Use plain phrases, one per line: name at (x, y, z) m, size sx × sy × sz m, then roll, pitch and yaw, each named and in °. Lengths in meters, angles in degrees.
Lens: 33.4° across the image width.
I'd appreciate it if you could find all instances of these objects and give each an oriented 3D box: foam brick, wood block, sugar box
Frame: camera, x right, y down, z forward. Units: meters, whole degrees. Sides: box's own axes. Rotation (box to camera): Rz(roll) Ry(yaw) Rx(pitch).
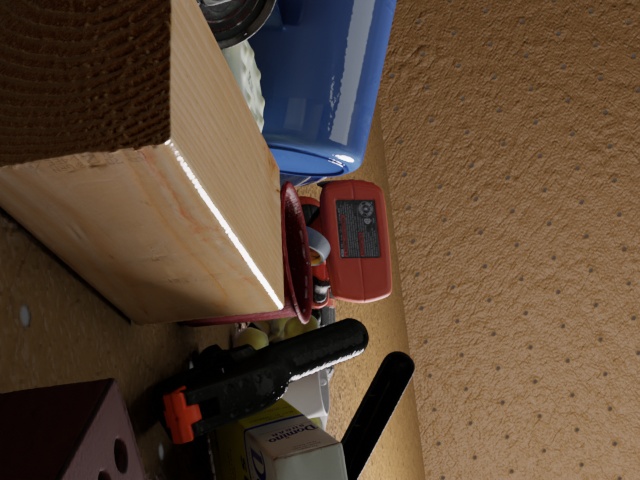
foam brick at (-0.102, 0.094, 0.392) m, size 0.078 × 0.051 × 0.053 m, roll -78°, pitch 158°, yaw -66°
wood block at (-0.083, -0.035, 0.511) m, size 0.206 × 0.090 × 0.091 m, roll 64°, pitch 20°, yaw -67°
sugar box at (-0.028, 0.147, 0.646) m, size 0.176 × 0.048 × 0.093 m, roll -165°, pitch -116°, yaw -73°

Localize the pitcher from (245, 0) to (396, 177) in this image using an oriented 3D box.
pitcher at (-0.011, -0.174, 0.728) m, size 0.145 × 0.149 × 0.243 m, roll -4°, pitch -104°, yaw 62°

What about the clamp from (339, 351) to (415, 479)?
clamp at (0.012, 0.186, 0.818) m, size 0.164 × 0.036 × 0.210 m, roll -58°, pitch 174°, yaw -37°

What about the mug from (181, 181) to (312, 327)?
mug at (-0.055, 0.001, 0.697) m, size 0.093 × 0.081 × 0.117 m, roll 52°, pitch 32°, yaw -74°

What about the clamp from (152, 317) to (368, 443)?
clamp at (-0.056, 0.083, 0.643) m, size 0.171 × 0.120 × 0.039 m, roll -15°, pitch 87°, yaw -60°

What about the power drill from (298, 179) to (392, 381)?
power drill at (0.005, 0.034, 0.953) m, size 0.188 × 0.057 × 0.184 m, roll 144°, pitch -59°, yaw -68°
